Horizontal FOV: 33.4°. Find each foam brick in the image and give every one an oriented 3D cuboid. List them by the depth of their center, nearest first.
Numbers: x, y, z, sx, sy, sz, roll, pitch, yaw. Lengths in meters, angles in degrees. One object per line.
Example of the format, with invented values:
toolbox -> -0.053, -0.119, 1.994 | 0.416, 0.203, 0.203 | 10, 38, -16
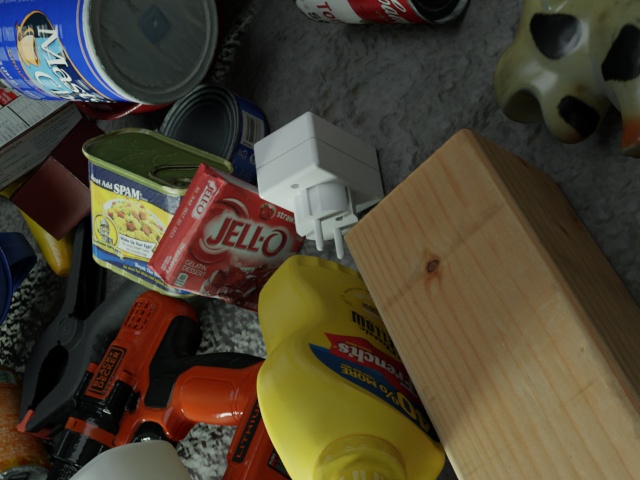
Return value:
foam brick -> -0.190, -0.046, 0.813 | 0.078, 0.051, 0.053 | -35, 17, 43

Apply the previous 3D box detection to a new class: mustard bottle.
mustard bottle -> 0.014, 0.077, 0.514 | 0.058, 0.096, 0.191 | -48, 15, 16

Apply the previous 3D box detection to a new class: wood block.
wood block -> 0.103, 0.058, 0.501 | 0.091, 0.090, 0.206 | -43, 50, 24

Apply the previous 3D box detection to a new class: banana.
banana -> -0.249, -0.032, 0.899 | 0.198, 0.037, 0.070 | 26, 111, 46

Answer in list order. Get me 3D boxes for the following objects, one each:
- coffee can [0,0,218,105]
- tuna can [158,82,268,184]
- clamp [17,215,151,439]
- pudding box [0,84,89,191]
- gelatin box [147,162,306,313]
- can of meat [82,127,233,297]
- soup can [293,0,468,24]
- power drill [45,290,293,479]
coffee can -> -0.153, -0.145, 0.725 | 0.141, 0.102, 0.103 | 9, 80, 44
tuna can -> -0.077, -0.066, 0.753 | 0.086, 0.033, 0.086 | -17, 63, 37
clamp -> -0.165, 0.067, 0.780 | 0.120, 0.039, 0.171 | 8, 77, 49
pudding box -> -0.260, -0.090, 0.892 | 0.113, 0.039, 0.090 | -38, 45, -16
gelatin box -> -0.054, 0.001, 0.666 | 0.030, 0.089, 0.073 | 36, 99, 41
can of meat -> -0.108, -0.018, 0.707 | 0.102, 0.057, 0.084 | 22, 123, 31
soup can -> 0.036, -0.169, 0.665 | 0.102, 0.068, 0.068 | 11, 82, 45
power drill -> -0.088, 0.123, 0.654 | 0.188, 0.057, 0.184 | 7, 66, 41
